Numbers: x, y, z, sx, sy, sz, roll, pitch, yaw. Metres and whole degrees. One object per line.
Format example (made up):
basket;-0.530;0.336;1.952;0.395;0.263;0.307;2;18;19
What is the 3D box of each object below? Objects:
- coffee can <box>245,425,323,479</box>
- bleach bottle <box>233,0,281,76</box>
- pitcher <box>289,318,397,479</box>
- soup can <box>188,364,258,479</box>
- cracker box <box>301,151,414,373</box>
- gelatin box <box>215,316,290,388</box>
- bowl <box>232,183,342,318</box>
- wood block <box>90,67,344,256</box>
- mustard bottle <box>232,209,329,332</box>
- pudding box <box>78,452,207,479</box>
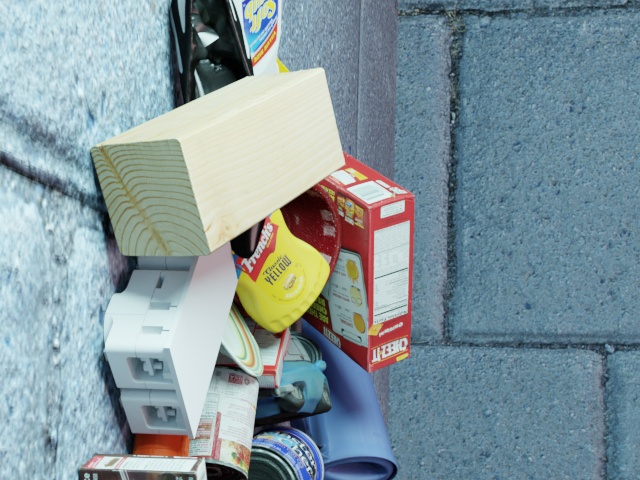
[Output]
coffee can;-0.058;0.266;1.181;0.140;0.103;0.103;10;81;-80
bleach bottle;-0.076;-0.243;1.109;0.102;0.068;0.251;-48;148;-34
pitcher;0.010;0.211;1.430;0.149;0.144;0.243;106;-23;-52
soup can;-0.098;0.180;1.037;0.068;0.068;0.102;76;16;-56
cracker box;0.038;0.020;1.245;0.164;0.072;0.214;36;-45;50
gelatin box;-0.075;0.121;1.157;0.089;0.073;0.030;-78;166;-54
bowl;-0.058;0.001;1.155;0.055;0.161;0.162;28;-53;52
wood block;-0.075;-0.067;0.859;0.205;0.090;0.091;-37;120;-52
mustard bottle;-0.074;0.002;1.071;0.096;0.058;0.191;-49;126;-12
pudding box;-0.128;0.216;0.789;0.039;0.090;0.113;-40;129;-80
